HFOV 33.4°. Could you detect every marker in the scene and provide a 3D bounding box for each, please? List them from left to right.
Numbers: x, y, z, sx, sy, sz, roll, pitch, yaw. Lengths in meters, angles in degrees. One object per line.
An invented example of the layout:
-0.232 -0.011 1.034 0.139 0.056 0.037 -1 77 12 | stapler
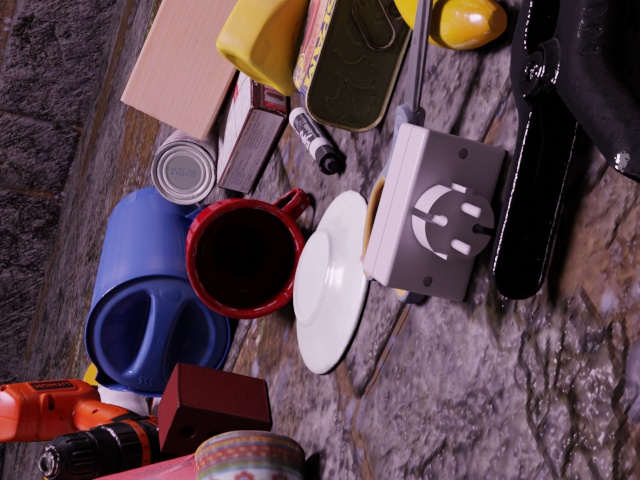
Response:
-0.004 -0.078 0.837 0.121 0.020 0.020 -119 44 -63 | marker

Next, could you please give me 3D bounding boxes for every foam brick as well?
-0.085 0.138 0.847 0.051 0.078 0.053 -100 28 -53 | foam brick

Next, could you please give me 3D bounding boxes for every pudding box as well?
-0.066 -0.114 1.016 0.114 0.039 0.090 118 156 -45 | pudding box

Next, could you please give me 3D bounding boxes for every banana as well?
0.069 -0.163 0.645 0.198 0.037 0.070 -97 26 -45 | banana

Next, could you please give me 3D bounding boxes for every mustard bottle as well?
-0.005 -0.209 0.808 0.191 0.058 0.096 -62 -23 0 | mustard bottle

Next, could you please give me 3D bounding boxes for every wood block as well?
-0.106 -0.214 1.036 0.206 0.091 0.090 -63 3 16 | wood block

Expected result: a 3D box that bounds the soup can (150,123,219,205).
-0.130 -0.082 1.092 0.102 0.068 0.068 -75 4 -70 | soup can

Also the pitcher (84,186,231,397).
-0.157 0.032 1.076 0.243 0.149 0.145 -108 13 -62 | pitcher

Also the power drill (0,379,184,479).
-0.199 0.166 0.911 0.188 0.184 0.057 10 91 40 | power drill

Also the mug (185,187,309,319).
-0.056 0.001 0.852 0.117 0.093 0.081 -46 14 -3 | mug

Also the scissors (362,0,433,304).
0.055 -0.050 0.601 0.096 0.016 0.202 -113 29 -50 | scissors

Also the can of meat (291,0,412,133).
0.020 -0.137 0.747 0.084 0.057 0.102 -117 42 -66 | can of meat

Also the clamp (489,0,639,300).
0.111 -0.068 0.456 0.120 0.039 0.171 144 135 -62 | clamp
